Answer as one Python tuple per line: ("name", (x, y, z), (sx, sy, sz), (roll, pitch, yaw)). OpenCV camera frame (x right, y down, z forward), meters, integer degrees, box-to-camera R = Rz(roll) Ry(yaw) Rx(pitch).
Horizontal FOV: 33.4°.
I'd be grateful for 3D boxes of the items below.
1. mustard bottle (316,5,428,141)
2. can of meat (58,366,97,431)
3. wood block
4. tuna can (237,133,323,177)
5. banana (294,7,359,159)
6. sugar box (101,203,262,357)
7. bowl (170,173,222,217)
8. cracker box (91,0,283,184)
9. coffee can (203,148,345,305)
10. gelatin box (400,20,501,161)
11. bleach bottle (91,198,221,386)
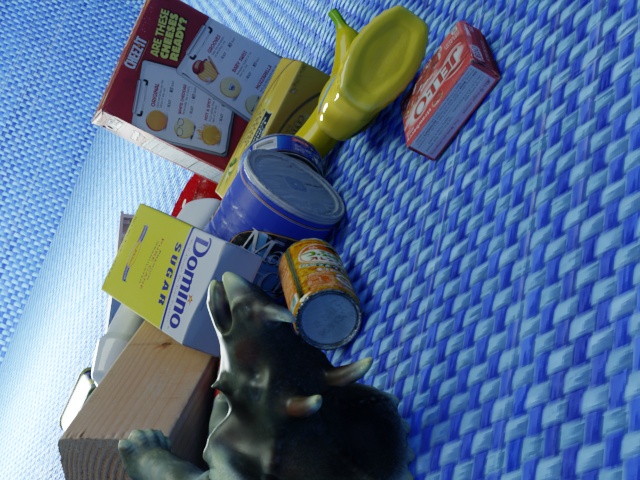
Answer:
("mustard bottle", (0.037, -0.136, 0.949), (0.096, 0.058, 0.192), (-58, 4, -11))
("can of meat", (-0.313, 0.233, 1.461), (0.102, 0.057, 0.084), (-65, 21, 0))
("wood block", (-0.132, 0.149, 0.890), (0.206, 0.091, 0.090), (-66, -28, -67))
("tuna can", (-0.039, -0.060, 1.047), (0.086, 0.086, 0.034), (-54, 22, 29))
("banana", (0.002, -0.131, 1.072), (0.070, 0.037, 0.198), (27, 94, 35))
("sugar box", (-0.126, 0.030, 0.935), (0.176, 0.048, 0.093), (20, 86, 57))
("bowl", (-0.154, -0.036, 1.381), (0.162, 0.055, 0.162), (-52, 22, 31))
("cracker box", (-0.135, -0.166, 1.242), (0.072, 0.213, 0.164), (-20, 47, 65))
("coffee can", (-0.056, 0.001, 0.987), (0.140, 0.102, 0.103), (-56, 20, 24))
("gelatin box", (0.099, -0.118, 0.833), (0.089, 0.030, 0.073), (-54, 21, 29))
("bleach bottle", (-0.149, 0.077, 1.061), (0.068, 0.102, 0.250), (-8, 41, 40))
